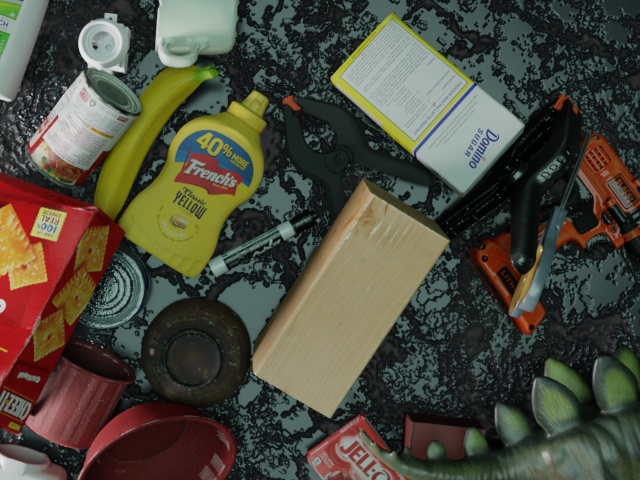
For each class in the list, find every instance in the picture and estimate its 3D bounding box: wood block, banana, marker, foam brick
[{"bbox_3d":[0.026,0.054,1.036,0.090,0.090,0.206,31,100,-9],"label":"wood block"},{"bbox_3d":[-0.175,-0.104,1.056,0.037,0.070,0.198,30,101,-30],"label":"banana"},{"bbox_3d":[-0.057,0.001,1.085,0.121,0.020,0.020,-28,93,-1],"label":"marker"},{"bbox_3d":[0.123,0.207,1.081,0.078,0.053,0.051,7,92,-2],"label":"foam brick"}]

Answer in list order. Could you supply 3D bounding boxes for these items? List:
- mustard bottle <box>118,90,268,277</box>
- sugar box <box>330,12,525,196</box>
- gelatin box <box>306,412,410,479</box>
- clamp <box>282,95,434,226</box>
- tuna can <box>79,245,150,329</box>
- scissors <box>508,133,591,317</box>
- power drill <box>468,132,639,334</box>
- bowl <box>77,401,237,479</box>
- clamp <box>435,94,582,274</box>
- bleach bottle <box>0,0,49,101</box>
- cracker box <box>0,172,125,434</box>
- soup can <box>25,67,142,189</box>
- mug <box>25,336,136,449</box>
[{"bbox_3d":[-0.112,-0.065,1.061,0.096,0.058,0.191,34,90,-10],"label":"mustard bottle"},{"bbox_3d":[0.106,-0.134,1.058,0.176,0.048,0.093,43,91,7],"label":"sugar box"},{"bbox_3d":[0.040,0.233,1.091,0.073,0.030,0.089,-36,93,0],"label":"gelatin box"},{"bbox_3d":[0.031,-0.084,1.075,0.120,0.039,0.171,-33,98,-3],"label":"clamp"},{"bbox_3d":[-0.216,0.046,1.074,0.086,0.034,0.086,0,92,-2],"label":"tuna can"},{"bbox_3d":[0.220,-0.006,1.031,0.016,0.096,0.201,24,56,3],"label":"scissors"},{"bbox_3d":[0.260,0.012,1.078,0.187,0.057,0.184,-36,89,-3],"label":"power drill"},{"bbox_3d":[-0.166,0.209,1.047,0.162,0.055,0.162,-16,136,-16],"label":"bowl"},{"bbox_3d":[0.187,-0.056,1.055,0.036,0.165,0.210,43,67,-28],"label":"clamp"},{"bbox_3d":[-0.311,-0.270,1.047,0.102,0.068,0.251,17,89,-3],"label":"bleach bottle"},{"bbox_3d":[-0.307,0.047,0.997,0.164,0.072,0.213,19,74,24],"label":"cracker box"},{"bbox_3d":[-0.230,-0.109,1.036,0.068,0.068,0.102,42,109,-3],"label":"soup can"},{"bbox_3d":[-0.248,0.149,1.041,0.093,0.117,0.081,31,97,35],"label":"mug"}]
